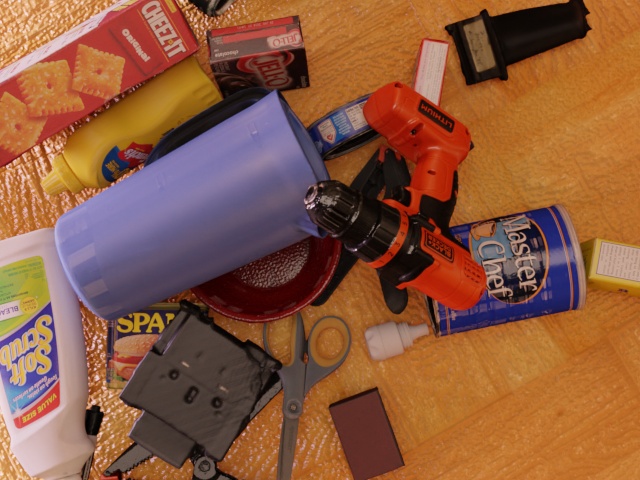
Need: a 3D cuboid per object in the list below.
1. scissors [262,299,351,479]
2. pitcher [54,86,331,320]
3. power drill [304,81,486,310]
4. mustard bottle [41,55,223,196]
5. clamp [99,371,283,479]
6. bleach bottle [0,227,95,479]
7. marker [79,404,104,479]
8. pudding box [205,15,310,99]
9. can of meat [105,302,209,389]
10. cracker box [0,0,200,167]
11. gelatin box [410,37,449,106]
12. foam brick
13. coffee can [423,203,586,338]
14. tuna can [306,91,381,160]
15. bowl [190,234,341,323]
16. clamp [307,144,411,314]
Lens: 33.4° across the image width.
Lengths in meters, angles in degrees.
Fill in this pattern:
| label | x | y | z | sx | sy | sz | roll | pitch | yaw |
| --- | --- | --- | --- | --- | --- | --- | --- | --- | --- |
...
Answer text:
| label | x | y | z | sx | sy | sz | roll | pitch | yaw |
| --- | --- | --- | --- | --- | --- | --- | --- | --- | --- |
| scissors | -0.008 | 0.151 | 1.015 | 0.096 | 0.016 | 0.202 | -4 | 67 | -13 |
| pitcher | -0.112 | -0.032 | 0.964 | 0.243 | 0.149 | 0.145 | -26 | 99 | 6 |
| power drill | 0.068 | -0.048 | 0.926 | 0.184 | 0.057 | 0.187 | 32 | 46 | -27 |
| mustard bottle | -0.186 | -0.102 | 1.035 | 0.191 | 0.096 | 0.058 | -33 | 81 | -1 |
| clamp | -0.107 | 0.206 | 1.033 | 0.210 | 0.036 | 0.164 | -1 | 83 | -2 |
| bleach bottle | -0.263 | 0.121 | 1.025 | 0.102 | 0.068 | 0.251 | -17 | 81 | 5 |
| marker | -0.233 | 0.221 | 1.045 | 0.020 | 0.020 | 0.121 | 12 | 85 | 3 |
| pudding box | -0.058 | -0.174 | 1.029 | 0.090 | 0.113 | 0.039 | -8 | 81 | 1 |
| can of meat | -0.158 | 0.101 | 1.036 | 0.102 | 0.057 | 0.084 | 1 | 87 | 2 |
| cracker box | -0.223 | -0.161 | 1.006 | 0.213 | 0.164 | 0.072 | -30 | 109 | -1 |
| gelatin box | 0.103 | -0.144 | 1.040 | 0.030 | 0.073 | 0.089 | 9 | 85 | 2 |
| foam brick | 0.044 | 0.186 | 1.022 | 0.051 | 0.053 | 0.078 | -20 | 85 | 0 |
| coffee can | 0.167 | 0.029 | 1.007 | 0.140 | 0.103 | 0.103 | -12 | 84 | 1 |
| tuna can | 0.031 | -0.110 | 1.034 | 0.086 | 0.086 | 0.034 | -26 | 86 | -1 |
| bowl | -0.057 | 0.001 | 1.037 | 0.162 | 0.055 | 0.162 | -1 | 82 | 7 |
| clamp | 0.056 | -0.007 | 1.023 | 0.120 | 0.039 | 0.171 | 15 | 84 | 40 |
